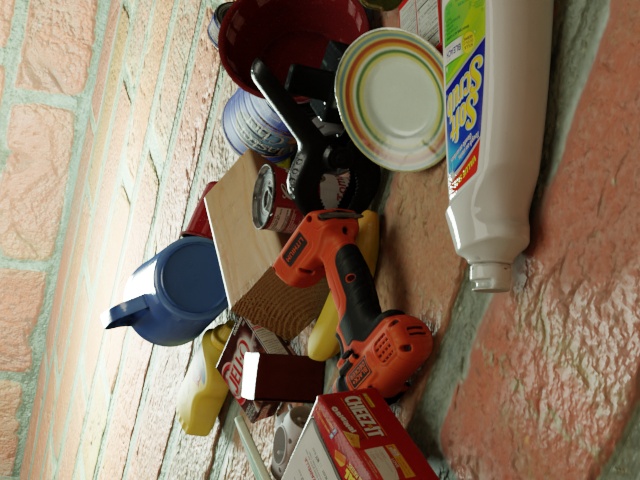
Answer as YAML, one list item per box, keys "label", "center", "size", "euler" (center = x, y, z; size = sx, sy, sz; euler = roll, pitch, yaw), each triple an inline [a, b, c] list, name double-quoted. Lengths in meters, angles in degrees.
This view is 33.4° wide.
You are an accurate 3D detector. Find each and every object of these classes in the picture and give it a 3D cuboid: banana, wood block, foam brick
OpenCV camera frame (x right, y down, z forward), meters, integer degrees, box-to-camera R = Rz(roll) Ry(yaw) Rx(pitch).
- label: "banana"
  center: [0.020, 0.061, 1.084]
  size: [0.069, 0.037, 0.198]
  euler: [-106, 30, -46]
- label: "wood block"
  center: [-0.057, 0.001, 1.201]
  size: [0.090, 0.090, 0.206]
  euler: [-46, 34, 20]
- label: "foam brick"
  center: [-0.041, 0.149, 1.159]
  size: [0.053, 0.078, 0.051]
  euler: [170, 105, -69]

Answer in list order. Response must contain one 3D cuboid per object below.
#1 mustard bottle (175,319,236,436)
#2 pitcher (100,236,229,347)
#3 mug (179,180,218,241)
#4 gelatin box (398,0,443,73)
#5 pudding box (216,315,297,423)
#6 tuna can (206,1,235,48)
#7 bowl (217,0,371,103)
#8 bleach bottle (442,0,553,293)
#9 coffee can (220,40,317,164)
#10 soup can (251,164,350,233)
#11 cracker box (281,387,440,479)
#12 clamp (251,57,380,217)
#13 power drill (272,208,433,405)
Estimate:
- label: "mustard bottle"
  center: [-0.147, 0.177, 1.457]
  size: [0.096, 0.058, 0.192]
  euler: [-97, 25, -45]
- label: "pitcher"
  center: [-0.196, 0.071, 1.430]
  size: [0.149, 0.145, 0.243]
  euler: [-65, 10, -16]
- label: "mug"
  center: [-0.118, -0.025, 1.408]
  size: [0.117, 0.093, 0.081]
  euler: [13, 74, 36]
- label: "gelatin box"
  center: [0.101, -0.192, 0.964]
  size: [0.073, 0.030, 0.089]
  euler: [138, 135, -58]
- label: "pudding box"
  center: [-0.075, 0.147, 1.260]
  size: [0.090, 0.039, 0.114]
  euler: [52, 136, 28]
- label: "tuna can"
  center: [-0.112, -0.293, 1.485]
  size: [0.034, 0.086, 0.086]
  euler: [121, 149, -44]
- label: "bowl"
  center: [-0.025, -0.203, 1.133]
  size: [0.055, 0.162, 0.162]
  euler: [75, -168, -65]
- label: "bleach bottle"
  center: [0.133, -0.087, 0.803]
  size: [0.103, 0.068, 0.251]
  euler: [160, 113, -68]
- label: "coffee can"
  center: [-0.047, -0.158, 1.242]
  size: [0.140, 0.102, 0.103]
  euler: [144, 130, -62]
- label: "soup can"
  center: [-0.013, -0.039, 1.112]
  size: [0.069, 0.102, 0.068]
  euler: [-173, 90, -70]
- label: "cracker box"
  center: [0.028, 0.258, 0.906]
  size: [0.164, 0.071, 0.214]
  euler: [53, 134, 41]
- label: "clamp"
  center: [0.005, -0.090, 1.030]
  size: [0.036, 0.164, 0.210]
  euler: [-121, 35, -57]
- label: "power drill"
  center: [0.019, 0.079, 1.000]
  size: [0.185, 0.057, 0.188]
  euler: [-53, 51, 40]
